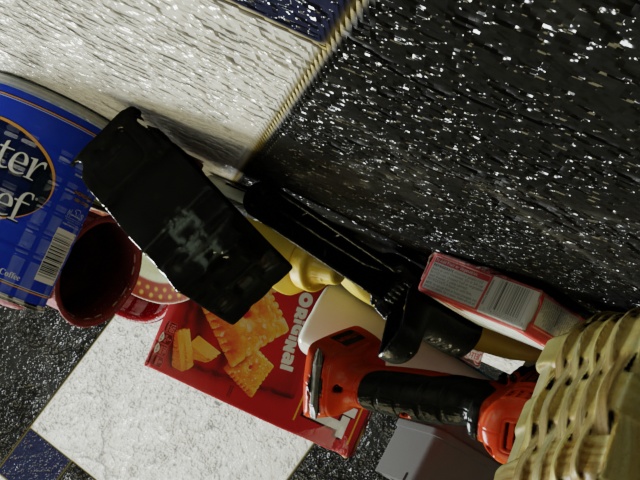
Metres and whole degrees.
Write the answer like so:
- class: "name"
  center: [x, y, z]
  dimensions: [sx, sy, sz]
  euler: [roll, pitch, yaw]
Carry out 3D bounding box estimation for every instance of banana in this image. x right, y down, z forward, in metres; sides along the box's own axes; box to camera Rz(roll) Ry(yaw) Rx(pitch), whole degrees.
- class: "banana"
  center: [0.086, 0.053, 0.849]
  dimensions: [0.197, 0.037, 0.070]
  euler: [26, 176, -19]

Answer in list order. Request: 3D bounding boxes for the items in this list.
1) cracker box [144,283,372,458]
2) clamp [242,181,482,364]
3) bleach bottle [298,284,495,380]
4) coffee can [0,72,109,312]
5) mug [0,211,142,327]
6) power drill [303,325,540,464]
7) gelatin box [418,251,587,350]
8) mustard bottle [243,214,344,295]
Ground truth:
- class: "cracker box"
  center: [-0.036, 0.086, 1.001]
  dimensions: [0.214, 0.164, 0.072]
  euler: [23, 176, 9]
- class: "clamp"
  center: [0.045, 0.029, 0.716]
  dimensions: [0.165, 0.036, 0.209]
  euler: [45, -166, 29]
- class: "bleach bottle"
  center: [0.106, 0.123, 0.885]
  dimensions: [0.251, 0.068, 0.102]
  euler: [28, 176, 12]
- class: "coffee can"
  center: [-0.214, -0.033, 0.756]
  dimensions: [0.103, 0.140, 0.103]
  euler: [23, 174, 2]
- class: "mug"
  center: [-0.211, 0.018, 0.847]
  dimensions: [0.082, 0.117, 0.093]
  euler: [20, 131, 31]
- class: "power drill"
  center: [0.095, 0.104, 0.770]
  dimensions: [0.188, 0.057, 0.184]
  euler: [6, -174, 24]
- class: "gelatin box"
  center: [0.116, 0.041, 0.662]
  dimensions: [0.089, 0.030, 0.073]
  euler: [22, 175, 46]
- class: "mustard bottle"
  center: [-0.055, 0.001, 0.834]
  dimensions: [0.192, 0.058, 0.096]
  euler: [19, 171, 40]
